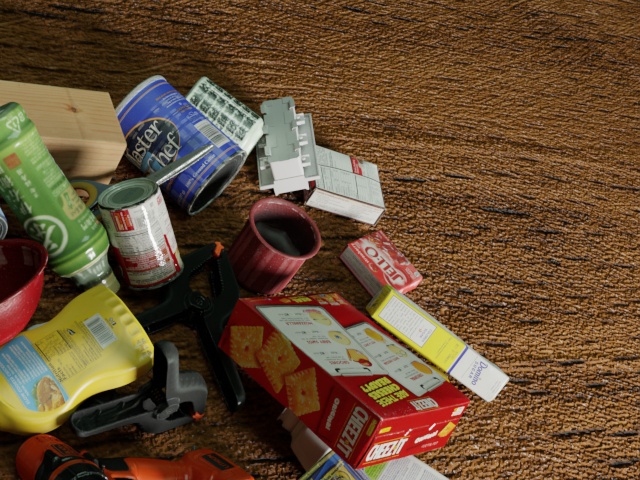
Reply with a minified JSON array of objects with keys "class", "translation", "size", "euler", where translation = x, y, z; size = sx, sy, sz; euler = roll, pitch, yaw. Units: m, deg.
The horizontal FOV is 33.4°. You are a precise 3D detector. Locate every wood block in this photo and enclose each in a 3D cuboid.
[{"class":"wood block","translation":[-0.331,-0.113,1.168],"size":[0.205,0.090,0.091],"euler":[2,49,-35]}]

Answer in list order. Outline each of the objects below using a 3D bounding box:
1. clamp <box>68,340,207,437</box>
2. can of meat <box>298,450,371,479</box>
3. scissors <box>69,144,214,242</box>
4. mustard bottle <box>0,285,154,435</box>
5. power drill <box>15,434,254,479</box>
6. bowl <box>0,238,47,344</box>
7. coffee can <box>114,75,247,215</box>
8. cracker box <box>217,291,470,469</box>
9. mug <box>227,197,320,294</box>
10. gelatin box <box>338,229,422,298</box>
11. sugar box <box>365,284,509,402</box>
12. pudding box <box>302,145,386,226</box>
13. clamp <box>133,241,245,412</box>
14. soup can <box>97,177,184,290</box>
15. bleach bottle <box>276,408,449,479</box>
[{"class":"clamp","translation":[-0.150,0.143,1.015],"size":[0.039,0.120,0.171],"euler":[57,16,20]},{"class":"can of meat","translation":[0.011,0.264,1.044],"size":[0.084,0.102,0.057],"euler":[46,-4,15]},{"class":"scissors","translation":[-0.219,-0.067,1.193],"size":[0.096,0.016,0.201],"euler":[37,67,11]},{"class":"mustard bottle","translation":[-0.256,0.124,0.986],"size":[0.191,0.058,0.096],"euler":[-31,72,-28]},{"class":"power drill","translation":[-0.154,0.216,0.930],"size":[0.187,0.057,0.185],"euler":[14,1,-34]},{"class":"bowl","translation":[-0.322,0.061,0.990],"size":[0.162,0.055,0.162],"euler":[-13,27,6]},{"class":"coffee can","translation":[-0.173,-0.114,1.275],"size":[0.140,0.103,0.102],"euler":[42,39,6]},{"class":"cracker box","translation":[0.023,0.139,1.113],"size":[0.214,0.072,0.163],"euler":[38,23,33]},{"class":"mug","translation":[-0.058,0.002,1.263],"size":[0.093,0.082,0.117],"euler":[23,41,-17]},{"class":"gelatin box","translation":[0.078,0.034,1.374],"size":[0.073,0.030,0.089],"euler":[-23,67,-47]},{"class":"sugar box","translation":[0.138,0.123,1.285],"size":[0.176,0.048,0.093],"euler":[39,2,-2]},{"class":"pudding box","translation":[0.028,-0.076,1.440],"size":[0.113,0.039,0.090],"euler":[15,44,-22]},{"class":"clamp","translation":[-0.147,0.076,1.159],"size":[0.164,0.036,0.210],"euler":[23,42,-17]},{"class":"soup can","translation":[-0.192,-0.007,1.138],"size":[0.068,0.102,0.068],"euler":[-10,29,6]},{"class":"bleach bottle","translation":[0.065,0.250,1.125],"size":[0.251,0.068,0.102],"euler":[37,34,5]}]
